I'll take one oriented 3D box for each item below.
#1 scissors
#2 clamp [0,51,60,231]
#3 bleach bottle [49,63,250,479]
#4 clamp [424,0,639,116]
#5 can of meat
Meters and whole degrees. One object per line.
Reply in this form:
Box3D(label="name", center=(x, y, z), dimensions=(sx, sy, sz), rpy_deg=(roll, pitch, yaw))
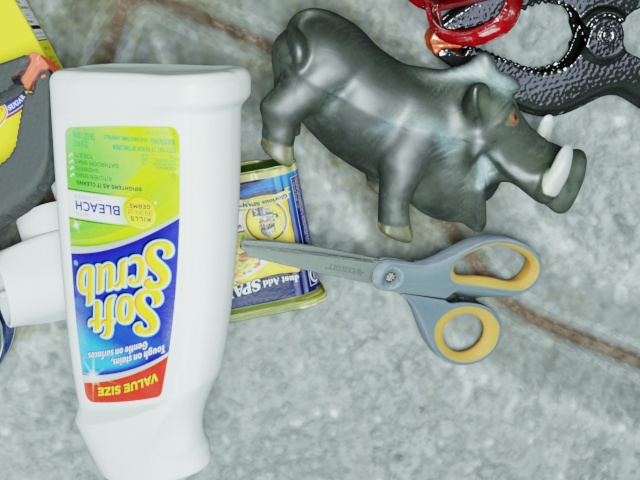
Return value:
Box3D(label="scissors", center=(0.043, 0.037, 0.633), dimensions=(0.201, 0.016, 0.096), rpy_deg=(-4, 115, -24))
Box3D(label="clamp", center=(-0.187, -0.019, 0.564), dimensions=(0.171, 0.039, 0.120), rpy_deg=(-45, 98, 5))
Box3D(label="bleach bottle", center=(-0.086, 0.035, 0.569), dimensions=(0.103, 0.068, 0.251), rpy_deg=(5, 105, 20))
Box3D(label="clamp", center=(0.168, -0.132, 0.625), dimensions=(0.210, 0.036, 0.164), rpy_deg=(3, 104, -4))
Box3D(label="can of meat", center=(-0.054, 0.001, 0.626), dimensions=(0.102, 0.057, 0.084), rpy_deg=(-11, 102, -3))
